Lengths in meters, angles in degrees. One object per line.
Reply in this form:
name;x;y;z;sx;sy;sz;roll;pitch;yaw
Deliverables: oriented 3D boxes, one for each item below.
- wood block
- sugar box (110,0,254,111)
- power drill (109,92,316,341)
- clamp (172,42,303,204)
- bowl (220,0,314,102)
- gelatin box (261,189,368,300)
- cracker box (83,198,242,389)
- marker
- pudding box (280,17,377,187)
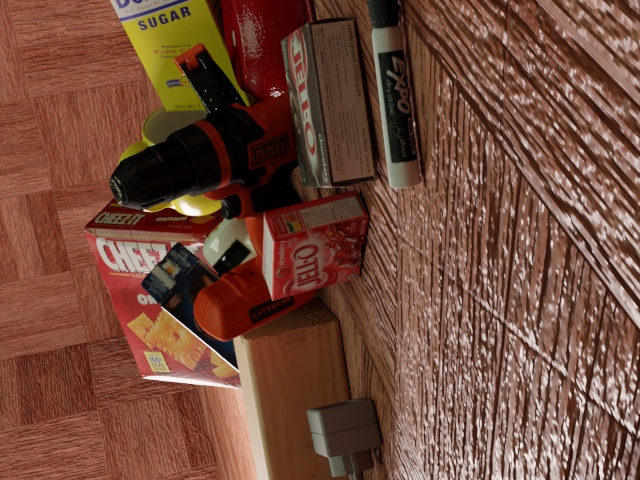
wood block;-0.021;0.170;1.011;0.091;0.090;0.206;-141;41;-72
sugar box;-0.124;-0.192;0.951;0.176;0.093;0.048;65;-149;-49
power drill;-0.069;-0.014;0.833;0.057;0.184;0.188;41;145;41
clamp;-0.059;-0.081;0.930;0.210;0.036;0.165;54;-174;-47
bowl;-0.047;-0.174;0.887;0.162;0.055;0.162;168;90;-79
gelatin box;-0.005;0.005;0.804;0.089;0.073;0.030;96;156;-56
cracker box;-0.150;0.062;1.183;0.072;0.164;0.213;-54;-42;-46
marker;0.041;-0.090;0.614;0.020;0.020;0.121;-136;36;-72
pudding box;0.004;-0.094;0.746;0.090;0.039;0.113;-166;65;-78
